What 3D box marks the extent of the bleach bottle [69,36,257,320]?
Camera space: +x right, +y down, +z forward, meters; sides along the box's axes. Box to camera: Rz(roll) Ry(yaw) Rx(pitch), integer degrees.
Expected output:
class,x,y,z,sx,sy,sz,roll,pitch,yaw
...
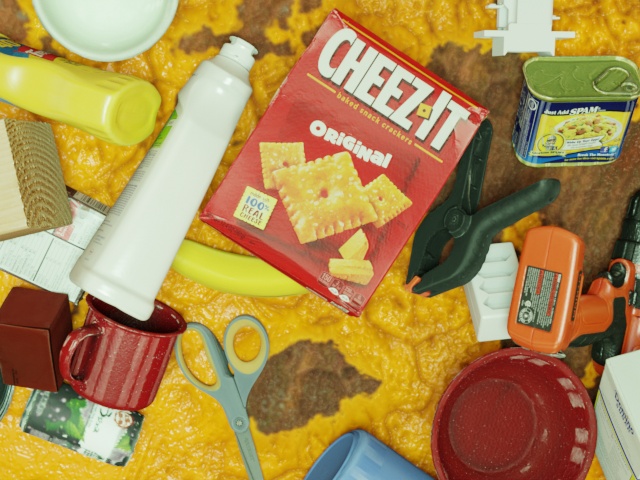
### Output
class,x,y,z,sx,sy,sz,roll,pitch,yaw
bleach bottle,-0.122,-0.060,0.904,0.068,0.103,0.251,31,83,-21

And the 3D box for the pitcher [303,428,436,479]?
class,x,y,z,sx,sy,sz,roll,pitch,yaw
pitcher,0.089,0.295,1.002,0.242,0.145,0.149,39,81,-7

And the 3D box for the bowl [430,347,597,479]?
class,x,y,z,sx,sy,sz,roll,pitch,yaw
bowl,0.169,0.176,0.982,0.162,0.055,0.162,0,92,-14

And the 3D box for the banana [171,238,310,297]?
class,x,y,z,sx,sy,sz,roll,pitch,yaw
banana,-0.050,0.019,0.976,0.197,0.037,0.069,-7,84,-4

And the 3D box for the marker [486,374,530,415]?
class,x,y,z,sx,sy,sz,roll,pitch,yaw
marker,0.198,0.125,1.023,0.020,0.020,0.121,43,95,-11

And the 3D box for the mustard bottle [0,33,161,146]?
class,x,y,z,sx,sy,sz,roll,pitch,yaw
mustard bottle,-0.236,-0.133,0.893,0.192,0.096,0.058,19,102,14

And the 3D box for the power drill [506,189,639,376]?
class,x,y,z,sx,sy,sz,roll,pitch,yaw
power drill,0.248,0.034,0.944,0.187,0.057,0.184,8,92,-45

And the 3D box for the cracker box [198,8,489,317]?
class,x,y,z,sx,sy,sz,roll,pitch,yaw
cracker box,0.019,-0.065,0.923,0.164,0.072,0.213,33,89,-4

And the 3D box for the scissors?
class,x,y,z,sx,sy,sz,roll,pitch,yaw
scissors,-0.064,0.155,1.011,0.096,0.016,0.201,-31,102,2

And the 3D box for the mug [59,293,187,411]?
class,x,y,z,sx,sy,sz,roll,pitch,yaw
mug,-0.182,0.099,0.944,0.093,0.117,0.081,29,106,30

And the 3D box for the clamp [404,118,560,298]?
class,x,y,z,sx,sy,sz,roll,pitch,yaw
clamp,0.138,-0.014,0.949,0.039,0.120,0.171,18,105,-34

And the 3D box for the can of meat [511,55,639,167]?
class,x,y,z,sx,sy,sz,roll,pitch,yaw
can of meat,0.224,-0.112,0.942,0.102,0.057,0.084,-2,137,-4

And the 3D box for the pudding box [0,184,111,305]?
class,x,y,z,sx,sy,sz,roll,pitch,yaw
pudding box,-0.247,-0.007,0.953,0.113,0.039,0.090,27,98,-7

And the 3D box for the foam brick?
class,x,y,z,sx,sy,sz,roll,pitch,yaw
foam brick,-0.253,0.087,0.946,0.053,0.051,0.078,8,129,5

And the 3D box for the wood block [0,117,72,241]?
class,x,y,z,sx,sy,sz,roll,pitch,yaw
wood block,-0.325,-0.032,0.887,0.206,0.090,0.091,-13,91,11
